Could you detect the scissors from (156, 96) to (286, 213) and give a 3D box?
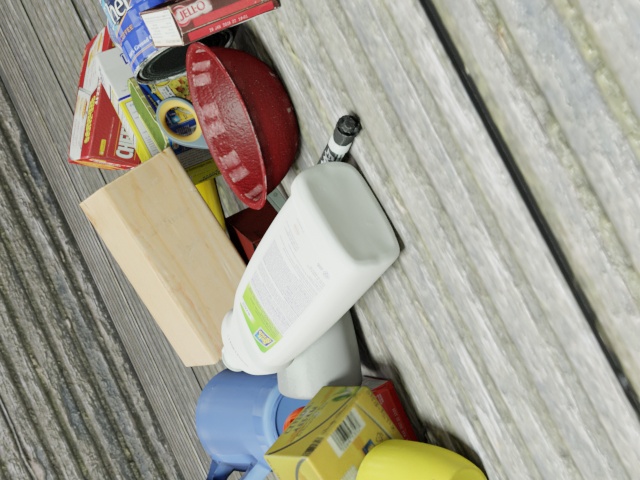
[{"bbox_3d":[-0.095,-0.079,1.063,0.016,0.096,0.202,17,-129,-85],"label":"scissors"}]

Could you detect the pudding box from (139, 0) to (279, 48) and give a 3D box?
[{"bbox_3d":[-0.096,-0.195,0.903,0.114,0.090,0.039,18,130,68],"label":"pudding box"}]

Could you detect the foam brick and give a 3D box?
[{"bbox_3d":[-0.057,0.001,1.104,0.078,0.053,0.051,40,149,56],"label":"foam brick"}]

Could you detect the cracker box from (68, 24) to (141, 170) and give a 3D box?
[{"bbox_3d":[-0.262,-0.174,1.344,0.214,0.072,0.164,-173,92,-70],"label":"cracker box"}]

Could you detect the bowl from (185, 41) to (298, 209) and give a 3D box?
[{"bbox_3d":[-0.065,-0.112,0.976,0.162,0.055,0.162,55,159,32],"label":"bowl"}]

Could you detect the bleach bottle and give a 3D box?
[{"bbox_3d":[-0.030,0.042,0.921,0.102,0.067,0.251,61,141,16],"label":"bleach bottle"}]

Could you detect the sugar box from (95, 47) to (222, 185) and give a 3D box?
[{"bbox_3d":[-0.175,-0.143,1.197,0.176,0.093,0.048,62,162,17],"label":"sugar box"}]

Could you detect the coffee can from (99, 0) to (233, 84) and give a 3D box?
[{"bbox_3d":[-0.158,-0.234,1.012,0.140,0.102,0.103,64,163,6],"label":"coffee can"}]

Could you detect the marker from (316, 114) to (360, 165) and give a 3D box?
[{"bbox_3d":[0.011,-0.071,0.868,0.020,0.020,0.121,63,162,12],"label":"marker"}]

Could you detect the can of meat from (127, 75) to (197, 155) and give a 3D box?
[{"bbox_3d":[-0.146,-0.143,1.125,0.102,0.083,0.057,56,160,28],"label":"can of meat"}]

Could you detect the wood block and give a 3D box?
[{"bbox_3d":[-0.145,0.020,1.098,0.206,0.090,0.091,58,155,-7],"label":"wood block"}]

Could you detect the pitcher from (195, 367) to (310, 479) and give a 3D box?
[{"bbox_3d":[-0.055,0.213,1.216,0.243,0.144,0.149,158,100,-68],"label":"pitcher"}]

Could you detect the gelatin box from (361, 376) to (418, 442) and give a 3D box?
[{"bbox_3d":[0.056,0.171,1.028,0.073,0.030,0.089,67,163,-3],"label":"gelatin box"}]
